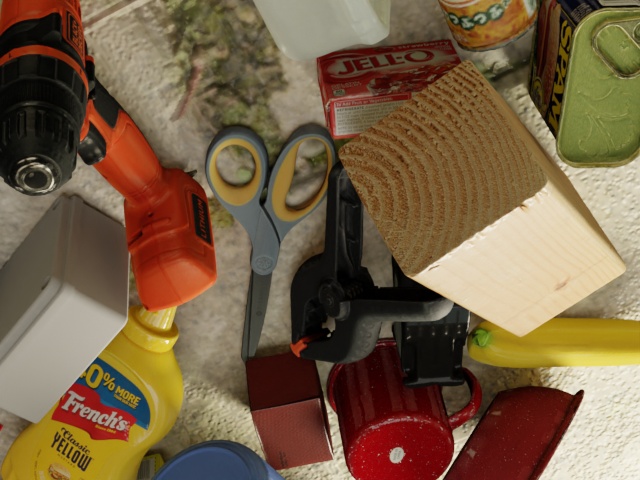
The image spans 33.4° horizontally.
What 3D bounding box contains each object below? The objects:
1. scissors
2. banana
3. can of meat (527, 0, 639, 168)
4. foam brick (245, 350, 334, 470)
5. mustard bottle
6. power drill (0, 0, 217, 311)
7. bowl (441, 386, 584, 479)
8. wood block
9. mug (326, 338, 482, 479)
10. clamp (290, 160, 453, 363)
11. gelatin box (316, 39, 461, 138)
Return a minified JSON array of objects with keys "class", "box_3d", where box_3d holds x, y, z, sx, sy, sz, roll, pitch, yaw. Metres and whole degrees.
[{"class":"scissors","box_3d":[-0.055,0.001,0.745,0.096,0.016,0.202,20,119,-16]},{"class":"banana","box_3d":[0.185,0.078,0.791,0.197,0.070,0.037,1,94,-21]},{"class":"can of meat","box_3d":[0.166,-0.109,0.656,0.057,0.084,0.102,-2,123,-5]},{"class":"foam brick","box_3d":[-0.023,0.127,0.800,0.053,0.051,0.078,-10,133,1]},{"class":"mustard bottle","box_3d":[-0.153,0.119,0.771,0.096,0.058,0.192,34,107,12]},{"class":"power drill","box_3d":[-0.125,-0.044,0.620,0.057,0.184,0.187,-22,132,8]},{"class":"bowl","box_3d":[0.135,0.168,0.813,0.055,0.161,0.162,32,118,11]},{"class":"wood block","box_3d":[0.106,-0.015,0.648,0.091,0.090,0.205,-35,154,14]},{"class":"mug","box_3d":[0.066,0.131,0.801,0.117,0.081,0.093,-19,123,6]},{"class":"clamp","box_3d":[0.026,0.039,0.721,0.039,0.120,0.172,-18,148,-29]},{"class":"gelatin box","box_3d":[0.044,-0.095,0.659,0.089,0.073,0.030,-6,122,-1]}]
